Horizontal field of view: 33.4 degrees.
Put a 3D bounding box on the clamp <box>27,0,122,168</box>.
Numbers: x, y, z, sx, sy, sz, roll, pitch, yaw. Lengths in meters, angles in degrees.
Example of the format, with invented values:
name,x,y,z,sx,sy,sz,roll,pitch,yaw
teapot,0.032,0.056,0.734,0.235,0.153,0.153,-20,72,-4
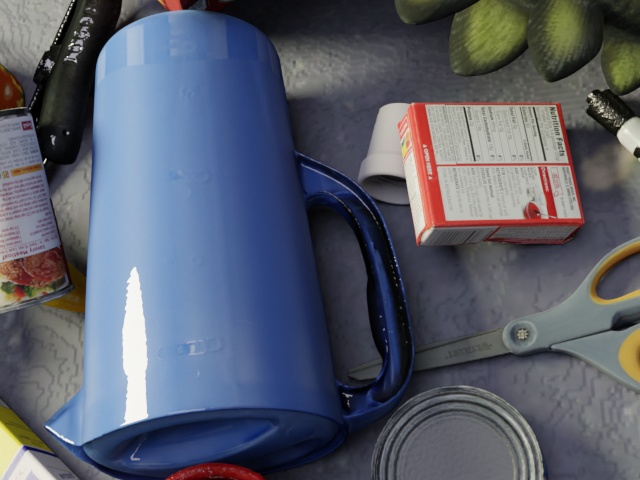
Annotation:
name,x,y,z,sx,sy,sz,roll,pitch,yaw
clamp,-0.155,-0.100,0.660,0.120,0.039,0.171,-9,62,55

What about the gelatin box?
name,x,y,z,sx,sy,sz,roll,pitch,yaw
gelatin box,0.091,-0.036,0.571,0.089,0.030,0.073,-1,67,-14

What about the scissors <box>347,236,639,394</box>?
name,x,y,z,sx,sy,sz,roll,pitch,yaw
scissors,0.121,0.063,0.551,0.202,0.016,0.096,-28,65,6

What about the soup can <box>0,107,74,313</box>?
name,x,y,z,sx,sy,sz,roll,pitch,yaw
soup can,-0.178,-0.015,0.574,0.068,0.068,0.102,-10,97,14

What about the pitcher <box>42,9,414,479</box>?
name,x,y,z,sx,sy,sz,roll,pitch,yaw
pitcher,-0.054,0.001,0.576,0.145,0.149,0.243,-28,57,38

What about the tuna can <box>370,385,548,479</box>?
name,x,y,z,sx,sy,sz,roll,pitch,yaw
tuna can,0.070,0.118,0.537,0.086,0.033,0.086,-6,69,15
